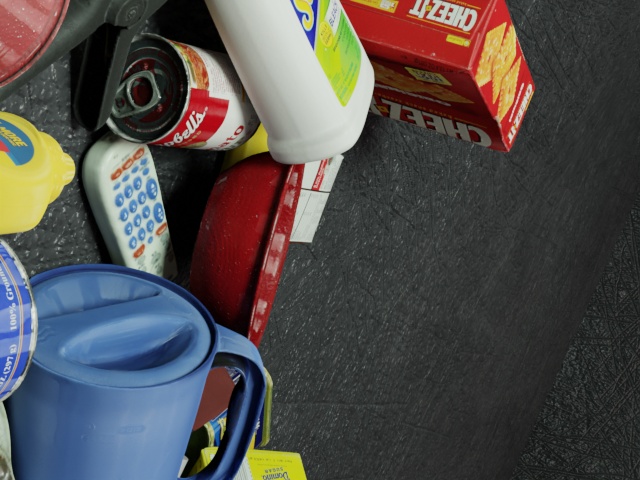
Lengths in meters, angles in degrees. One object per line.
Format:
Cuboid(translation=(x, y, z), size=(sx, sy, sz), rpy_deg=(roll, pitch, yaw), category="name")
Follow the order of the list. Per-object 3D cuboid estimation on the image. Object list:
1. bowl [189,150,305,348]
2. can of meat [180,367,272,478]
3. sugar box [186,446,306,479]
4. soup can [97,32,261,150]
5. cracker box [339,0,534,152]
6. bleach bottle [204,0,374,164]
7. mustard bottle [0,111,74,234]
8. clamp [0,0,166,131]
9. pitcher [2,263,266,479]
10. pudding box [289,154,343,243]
Cuboid(translation=(-0.055, 0.001, 0.766), size=(0.162, 0.055, 0.162), rpy_deg=(17, 88, -88), category="bowl")
Cuboid(translation=(-0.091, 0.163, 0.949), size=(0.083, 0.057, 0.102), rpy_deg=(-38, 143, -43), category="can of meat")
Cuboid(translation=(-0.090, 0.251, 0.931), size=(0.093, 0.048, 0.176), rpy_deg=(11, 127, -27), category="sugar box")
Cuboid(translation=(-0.088, -0.094, 0.697), size=(0.102, 0.069, 0.068), rpy_deg=(-3, 115, -65), category="soup can")
Cuboid(translation=(0.072, -0.148, 0.846), size=(0.072, 0.164, 0.213), rpy_deg=(-68, 160, -5), category="cracker box")
Cuboid(translation=(-0.044, -0.171, 0.654), size=(0.250, 0.068, 0.102), rpy_deg=(60, 33, -38), category="bleach bottle")
Cuboid(translation=(-0.186, -0.034, 0.511), size=(0.191, 0.096, 0.058), rpy_deg=(-7, 117, -63), category="mustard bottle")
Cuboid(translation=(-0.123, -0.131, 0.584), size=(0.172, 0.039, 0.120), rpy_deg=(-57, 168, 20), category="clamp")
Cuboid(translation=(-0.144, 0.148, 0.721), size=(0.144, 0.149, 0.243), rpy_deg=(-30, 142, -52), category="pitcher")
Cuboid(translation=(-0.030, -0.044, 0.906), size=(0.113, 0.039, 0.090), rpy_deg=(4, 108, -63), category="pudding box")
